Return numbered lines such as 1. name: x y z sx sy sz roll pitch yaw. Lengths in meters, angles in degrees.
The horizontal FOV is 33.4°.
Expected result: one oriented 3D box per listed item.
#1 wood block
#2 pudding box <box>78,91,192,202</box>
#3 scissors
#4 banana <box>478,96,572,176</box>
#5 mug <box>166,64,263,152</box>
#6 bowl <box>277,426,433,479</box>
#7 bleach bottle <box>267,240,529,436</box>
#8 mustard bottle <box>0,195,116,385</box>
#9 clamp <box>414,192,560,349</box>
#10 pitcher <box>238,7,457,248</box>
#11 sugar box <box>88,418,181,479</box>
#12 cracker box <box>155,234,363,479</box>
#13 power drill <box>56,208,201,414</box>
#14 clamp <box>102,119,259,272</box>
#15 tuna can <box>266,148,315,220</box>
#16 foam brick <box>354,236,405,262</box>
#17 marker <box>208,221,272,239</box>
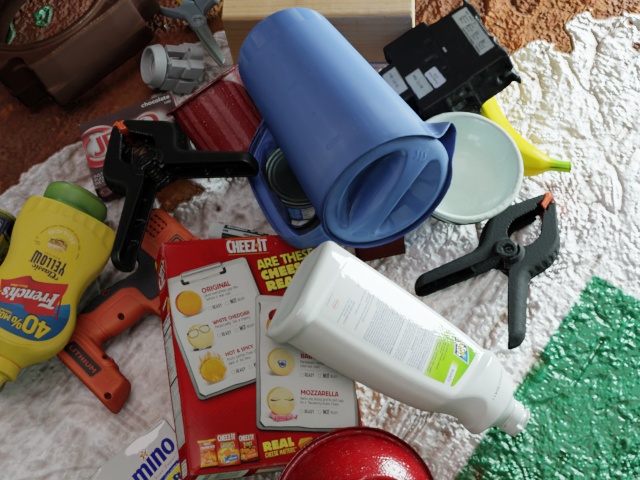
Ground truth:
1. wood block: 0.001 -0.258 1.191 0.206 0.091 0.090 0 64 6
2. pudding box: -0.199 -0.102 1.164 0.113 0.039 0.090 -19 62 -3
3. scissors: -0.126 -0.258 1.216 0.096 0.016 0.202 -31 46 -20
4. banana: 0.188 -0.136 1.141 0.069 0.037 0.198 -17 63 -23
5. mug: -0.099 -0.130 1.138 0.093 0.117 0.081 -31 100 21
6. bowl: 0.039 0.242 0.913 0.162 0.055 0.162 1 86 -18
7. bleach bottle: 0.081 0.107 0.962 0.250 0.068 0.102 34 58 -12
8. mustard bottle: -0.274 0.058 1.011 0.096 0.058 0.191 26 66 -8
9. clamp: 0.190 0.027 1.055 0.171 0.039 0.120 -43 68 -15
10. pitcher: 0.004 -0.111 1.022 0.149 0.145 0.243 -7 45 -29
11. sugar box: -0.126 0.258 0.972 0.093 0.048 0.176 -39 67 -13
12. cracker box: -0.059 0.107 0.985 0.164 0.072 0.214 -4 71 -18
13. power drill: -0.163 0.080 1.061 0.184 0.057 0.187 39 72 19
14. clamp: -0.170 -0.061 1.055 0.164 0.036 0.210 -42 41 -10
15. tuna can: -0.020 -0.065 1.128 0.086 0.034 0.086 -3 63 5
16. foam brick: 0.054 -0.021 1.073 0.051 0.078 0.053 -11 63 2
17. marker: -0.057 0.001 1.108 0.121 0.020 0.020 12 65 12
